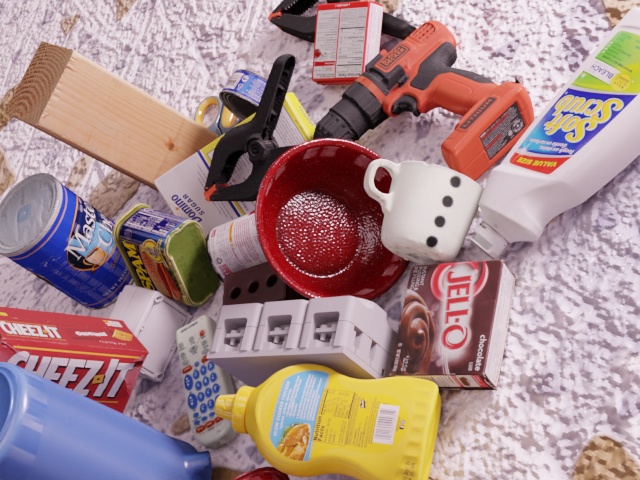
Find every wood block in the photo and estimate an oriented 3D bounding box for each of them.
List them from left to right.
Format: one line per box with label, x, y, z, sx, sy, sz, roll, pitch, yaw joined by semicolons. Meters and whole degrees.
wood block;-0.230;-0.130;1.195;0.090;0.205;0.091;23;86;50

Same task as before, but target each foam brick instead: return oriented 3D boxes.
foam brick;-0.053;0.057;1.059;0.078;0.051;0.053;-20;51;26

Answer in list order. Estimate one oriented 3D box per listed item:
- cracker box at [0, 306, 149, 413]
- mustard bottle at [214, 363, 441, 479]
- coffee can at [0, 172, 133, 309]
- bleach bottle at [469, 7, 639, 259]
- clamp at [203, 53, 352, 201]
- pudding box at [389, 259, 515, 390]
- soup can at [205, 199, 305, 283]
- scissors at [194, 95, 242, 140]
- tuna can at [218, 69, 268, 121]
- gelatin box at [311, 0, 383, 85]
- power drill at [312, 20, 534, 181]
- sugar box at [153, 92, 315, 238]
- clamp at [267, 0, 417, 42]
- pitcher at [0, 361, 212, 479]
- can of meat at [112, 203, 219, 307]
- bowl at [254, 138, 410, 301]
cracker box;-0.280;0.177;1.026;0.072;0.163;0.214;38;109;42
mustard bottle;0.001;0.155;0.907;0.192;0.058;0.096;6;65;16
coffee can;-0.287;0.003;1.208;0.103;0.140;0.103;-19;52;26
bleach bottle;0.229;-0.082;0.935;0.251;0.068;0.103;-49;44;3
clamp;-0.058;-0.104;1.079;0.172;0.039;0.120;-30;74;24
pudding box;0.116;0.074;0.930;0.090;0.039;0.113;-6;59;34
soup can;-0.057;0.001;1.089;0.102;0.068;0.068;-21;51;25
scissors;-0.130;-0.102;1.249;0.096;0.016;0.201;3;64;40
tuna can;-0.068;-0.152;1.187;0.086;0.086;0.033;21;74;43
gelatin box;0.029;-0.216;1.174;0.073;0.030;0.089;5;92;39
power drill;0.101;-0.127;1.051;0.184;0.057;0.188;-44;46;-7
sugar box;-0.081;-0.072;1.140;0.176;0.093;0.048;-31;3;19
clamp;0.032;-0.291;1.234;0.210;0.036;0.164;-4;68;37
pitcher;-0.228;0.208;0.955;0.145;0.242;0.149;11;69;41
can of meat;-0.161;0.017;1.132;0.084;0.102;0.057;14;47;39
bowl;0.008;-0.013;1.018;0.162;0.162;0.055;-69;14;-19
